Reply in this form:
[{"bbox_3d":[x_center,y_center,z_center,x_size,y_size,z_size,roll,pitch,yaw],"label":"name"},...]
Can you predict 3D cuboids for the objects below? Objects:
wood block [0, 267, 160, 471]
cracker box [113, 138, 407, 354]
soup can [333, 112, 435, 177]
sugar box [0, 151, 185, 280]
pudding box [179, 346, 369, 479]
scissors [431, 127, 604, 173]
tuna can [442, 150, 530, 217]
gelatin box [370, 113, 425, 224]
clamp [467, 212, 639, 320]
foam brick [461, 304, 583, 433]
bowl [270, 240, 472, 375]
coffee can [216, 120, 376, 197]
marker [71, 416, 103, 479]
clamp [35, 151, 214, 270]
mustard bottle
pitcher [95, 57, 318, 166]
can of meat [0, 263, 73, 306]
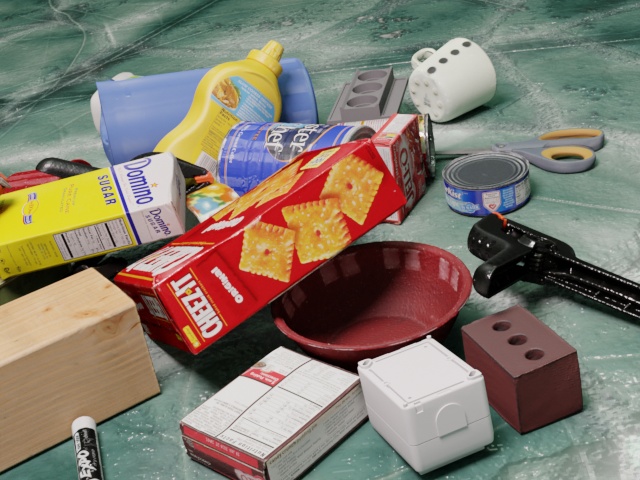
[{"bbox_3d":[-0.243,0.111,0.828,0.205,0.091,0.090,-25,31,-26],"label":"wood block"},{"bbox_3d":[-0.056,0.001,0.892,0.213,0.072,0.164,-34,11,-18],"label":"cracker box"},{"bbox_3d":[0.068,-0.096,1.133,0.102,0.068,0.068,-5,28,12],"label":"soup can"},{"bbox_3d":[-0.214,-0.025,0.985,0.176,0.048,0.093,-17,35,4],"label":"sugar box"},{"bbox_3d":[-0.032,0.129,0.776,0.090,0.039,0.113,16,39,40],"label":"pudding box"},{"bbox_3d":[0.202,-0.088,1.127,0.202,0.016,0.096,-9,28,4],"label":"scissors"},{"bbox_3d":[0.165,-0.057,1.060,0.086,0.034,0.086,-8,28,4],"label":"tuna can"},{"bbox_3d":[0.076,-0.071,1.059,0.030,0.089,0.073,6,32,26],"label":"gelatin box"},{"bbox_3d":[0.168,0.016,0.872,0.164,0.036,0.210,9,15,-20],"label":"clamp"},{"bbox_3d":[0.144,0.092,0.768,0.053,0.051,0.078,-19,29,-16],"label":"foam brick"},{"bbox_3d":[0.043,0.062,0.855,0.162,0.055,0.162,-8,28,4],"label":"bowl"},{"bbox_3d":[-0.018,-0.067,1.071,0.140,0.103,0.102,6,32,29],"label":"coffee can"},{"bbox_3d":[-0.166,0.168,0.770,0.020,0.020,0.121,-16,28,-10],"label":"marker"},{"bbox_3d":[-0.194,-0.050,1.060,0.171,0.120,0.039,-26,19,-8],"label":"clamp"},{"bbox_3d":[-0.095,-0.131,1.134,0.191,0.096,0.058,-58,29,-10],"label":"mustard bottle"},{"bbox_3d":[-0.127,-0.127,1.217,0.242,0.149,0.145,-12,12,-10],"label":"pitcher"},{"bbox_3d":[-0.301,0.038,1.024,0.084,0.057,0.101,16,38,36],"label":"can of meat"}]
